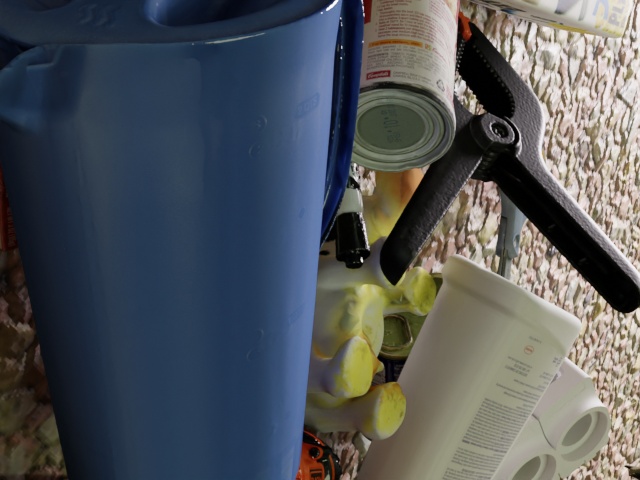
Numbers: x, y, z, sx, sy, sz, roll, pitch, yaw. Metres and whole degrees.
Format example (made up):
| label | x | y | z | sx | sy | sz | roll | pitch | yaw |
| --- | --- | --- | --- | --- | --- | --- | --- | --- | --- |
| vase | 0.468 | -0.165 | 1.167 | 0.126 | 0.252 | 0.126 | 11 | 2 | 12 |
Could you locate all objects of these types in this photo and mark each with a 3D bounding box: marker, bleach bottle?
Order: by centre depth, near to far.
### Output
| label | x | y | z | sx | sy | sz | roll | pitch | yaw |
| --- | --- | --- | --- | --- | --- | --- | --- | --- | --- |
| marker | 0.012 | -0.042 | 0.587 | 0.020 | 0.020 | 0.121 | 25 | 52 | -51 |
| bleach bottle | 0.064 | 0.139 | 0.653 | 0.102 | 0.068 | 0.251 | 25 | 94 | -47 |

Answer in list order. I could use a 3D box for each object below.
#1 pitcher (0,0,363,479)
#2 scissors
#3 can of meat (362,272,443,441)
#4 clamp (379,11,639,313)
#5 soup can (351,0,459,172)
| label | x | y | z | sx | sy | sz | roll | pitch | yaw |
| --- | --- | --- | --- | --- | --- | --- | --- | --- | --- |
| pitcher | -0.053 | 0.001 | 0.444 | 0.149 | 0.145 | 0.243 | -1 | 122 | -4 |
| scissors | 0.142 | -0.002 | 0.769 | 0.096 | 0.016 | 0.202 | 19 | 73 | -60 |
| can of meat | 0.067 | 0.083 | 0.722 | 0.101 | 0.058 | 0.084 | -31 | 128 | -40 |
| clamp | 0.089 | -0.051 | 0.624 | 0.164 | 0.210 | 0.036 | 2 | 146 | -27 |
| soup can | 0.041 | -0.096 | 0.577 | 0.068 | 0.069 | 0.102 | 54 | 33 | -46 |
